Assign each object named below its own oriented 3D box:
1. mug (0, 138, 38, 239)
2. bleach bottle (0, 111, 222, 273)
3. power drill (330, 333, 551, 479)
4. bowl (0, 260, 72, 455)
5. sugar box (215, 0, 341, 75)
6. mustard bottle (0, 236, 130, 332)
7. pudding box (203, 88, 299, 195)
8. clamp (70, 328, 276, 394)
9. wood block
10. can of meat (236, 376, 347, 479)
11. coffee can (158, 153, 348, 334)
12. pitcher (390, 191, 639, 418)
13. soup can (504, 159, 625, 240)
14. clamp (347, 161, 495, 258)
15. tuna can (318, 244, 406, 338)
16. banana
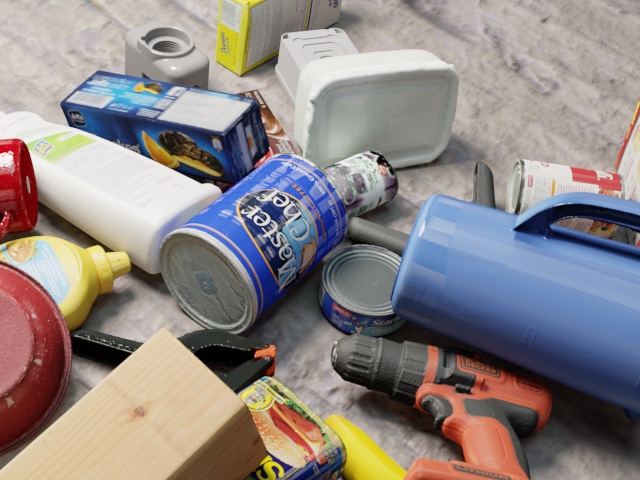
[{"bbox_3d":[-0.289,-0.036,0.906,0.081,0.093,0.117,-6,42,-5],"label":"mug"},{"bbox_3d":[-0.217,-0.062,0.992,0.251,0.068,0.102,29,38,24],"label":"bleach bottle"},{"bbox_3d":[0.094,0.142,0.807,0.184,0.057,0.187,14,27,-3],"label":"power drill"},{"bbox_3d":[-0.262,0.081,0.790,0.162,0.055,0.162,6,72,-20],"label":"bowl"},{"bbox_3d":[-0.043,-0.265,1.210,0.048,0.093,0.175,33,47,22],"label":"sugar box"},{"bbox_3d":[-0.248,0.044,0.880,0.191,0.058,0.096,-18,52,-26],"label":"mustard bottle"},{"bbox_3d":[-0.084,-0.098,1.069,0.089,0.039,0.113,-14,48,-22],"label":"pudding box"},{"bbox_3d":[-0.119,0.116,0.845,0.171,0.039,0.120,-3,52,-4],"label":"clamp"},{"bbox_3d":[-0.144,0.170,0.704,0.206,0.090,0.091,-42,61,-18],"label":"wood block"},{"bbox_3d":[-0.043,0.160,0.801,0.083,0.057,0.102,-29,56,-36],"label":"can of meat"},{"bbox_3d":[-0.056,0.001,0.927,0.103,0.103,0.140,31,47,20],"label":"coffee can"},{"bbox_3d":[0.188,0.039,0.862,0.243,0.145,0.149,19,81,9],"label":"pitcher"},{"bbox_3d":[0.238,-0.040,1.048,0.102,0.068,0.068,9,44,-1],"label":"soup can"},{"bbox_3d":[0.131,0.023,0.985,0.164,0.036,0.210,-19,55,-16],"label":"clamp"},{"bbox_3d":[0.041,0.045,0.949,0.086,0.034,0.086,5,44,-5],"label":"tuna can"},{"bbox_3d":[0.080,0.196,0.804,0.198,0.037,0.069,25,26,13],"label":"banana"}]
